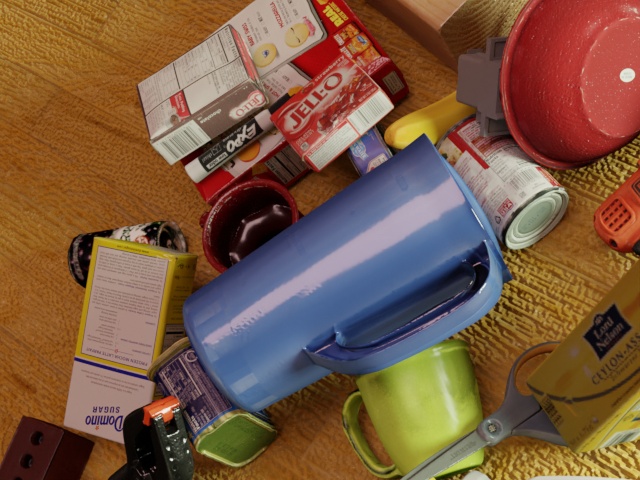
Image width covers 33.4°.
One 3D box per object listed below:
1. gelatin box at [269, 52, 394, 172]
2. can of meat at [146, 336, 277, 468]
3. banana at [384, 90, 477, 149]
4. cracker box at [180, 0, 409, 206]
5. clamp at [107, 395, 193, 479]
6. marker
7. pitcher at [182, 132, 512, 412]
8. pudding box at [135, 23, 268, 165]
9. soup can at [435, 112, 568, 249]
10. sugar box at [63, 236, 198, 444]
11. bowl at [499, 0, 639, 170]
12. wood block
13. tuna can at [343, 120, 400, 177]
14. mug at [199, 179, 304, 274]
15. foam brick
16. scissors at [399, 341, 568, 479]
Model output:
[{"bbox_3d":[0.008,-0.110,0.915,0.089,0.030,0.073,-40,43,4],"label":"gelatin box"},{"bbox_3d":[-0.088,0.138,0.902,0.057,0.102,0.084,-40,60,3],"label":"can of meat"},{"bbox_3d":[0.132,-0.130,0.928,0.197,0.069,0.037,-42,47,-14],"label":"banana"},{"bbox_3d":[-0.045,-0.142,1.024,0.214,0.072,0.164,-37,57,7],"label":"cracker box"},{"bbox_3d":[-0.144,0.191,0.891,0.120,0.039,0.171,27,126,34],"label":"clamp"},{"bbox_3d":[-0.069,-0.093,0.960,0.121,0.020,0.020,-35,58,8],"label":"marker"},{"bbox_3d":[0.020,0.038,0.829,0.243,0.149,0.145,-32,82,6],"label":"pitcher"},{"bbox_3d":[-0.110,-0.135,0.978,0.113,0.039,0.090,-30,46,10],"label":"pudding box"},{"bbox_3d":[0.150,-0.050,0.893,0.068,0.068,0.102,-40,58,4],"label":"soup can"},{"bbox_3d":[-0.172,0.091,0.965,0.093,0.048,0.176,11,94,26],"label":"sugar box"},{"bbox_3d":[0.221,-0.130,0.837,0.162,0.162,0.055,-55,32,-6],"label":"bowl"},{"bbox_3d":[0.088,-0.255,1.000,0.090,0.090,0.206,-45,57,1],"label":"wood block"},{"bbox_3d":[0.052,-0.069,0.937,0.034,0.086,0.086,-32,58,11],"label":"tuna can"},{"bbox_3d":[-0.056,0.001,0.958,0.117,0.081,0.093,14,75,29],"label":"mug"},{"bbox_3d":[-0.254,0.207,0.976,0.053,0.051,0.078,13,74,29],"label":"foam brick"},{"bbox_3d":[0.144,0.148,0.782,0.096,0.016,0.201,36,53,17],"label":"scissors"}]
